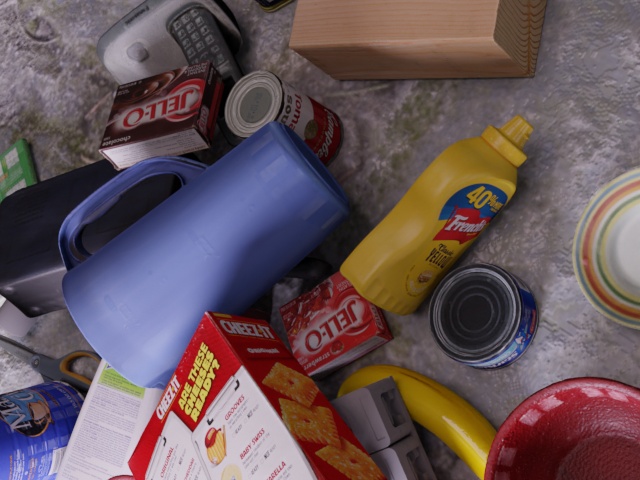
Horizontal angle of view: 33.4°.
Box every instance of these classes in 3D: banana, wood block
[{"bbox_3d":[0.086,0.146,0.885,0.198,0.037,0.070,17,115,40],"label":"banana"},{"bbox_3d":[0.086,-0.201,0.956,0.206,0.090,0.091,5,78,35],"label":"wood block"}]

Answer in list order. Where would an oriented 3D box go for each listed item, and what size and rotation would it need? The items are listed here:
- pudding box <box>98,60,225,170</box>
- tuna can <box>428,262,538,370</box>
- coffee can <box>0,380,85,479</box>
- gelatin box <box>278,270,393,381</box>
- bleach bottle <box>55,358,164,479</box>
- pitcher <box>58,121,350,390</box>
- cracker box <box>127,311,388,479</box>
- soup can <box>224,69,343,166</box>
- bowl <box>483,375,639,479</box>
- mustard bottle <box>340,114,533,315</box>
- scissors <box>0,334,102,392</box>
[{"bbox_3d":[-0.155,-0.123,1.049,0.114,0.039,0.090,-13,48,25],"label":"pudding box"},{"bbox_3d":[0.133,0.062,0.877,0.086,0.033,0.086,-11,70,31],"label":"tuna can"},{"bbox_3d":[-0.307,0.201,1.052,0.103,0.140,0.103,3,96,33],"label":"coffee can"},{"bbox_3d":[0.012,0.074,0.957,0.089,0.030,0.073,-32,60,23],"label":"gelatin box"},{"bbox_3d":[-0.179,0.159,1.043,0.103,0.068,0.251,15,80,24],"label":"bleach bottle"},{"bbox_3d":[-0.103,0.001,0.934,0.243,0.149,0.145,-39,41,8],"label":"pitcher"},{"bbox_3d":[-0.052,0.183,0.820,0.214,0.071,0.164,48,117,44],"label":"cracker box"},{"bbox_3d":[-0.034,-0.111,1.001,0.069,0.102,0.068,-11,69,31],"label":"soup can"},{"bbox_3d":[0.203,0.183,0.777,0.162,0.055,0.162,-11,70,31],"label":"bowl"},{"bbox_3d":[0.106,-0.026,0.883,0.192,0.096,0.058,-50,54,11],"label":"mustard bottle"},{"bbox_3d":[-0.304,0.153,1.158,0.202,0.016,0.096,1,76,35],"label":"scissors"}]
